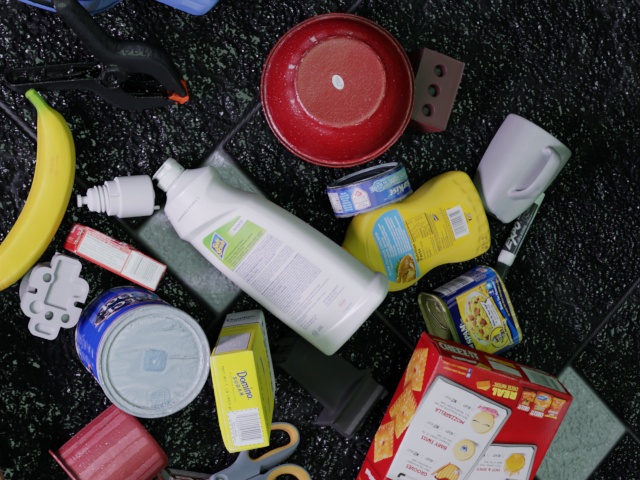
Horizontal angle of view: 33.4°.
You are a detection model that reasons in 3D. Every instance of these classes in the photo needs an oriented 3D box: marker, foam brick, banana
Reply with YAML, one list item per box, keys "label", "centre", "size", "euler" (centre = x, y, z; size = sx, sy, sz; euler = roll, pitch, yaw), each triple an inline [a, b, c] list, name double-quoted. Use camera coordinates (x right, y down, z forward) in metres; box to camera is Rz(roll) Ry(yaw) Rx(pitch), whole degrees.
- label: "marker"
  centre: [0.222, -0.002, 1.218]
  size: [0.020, 0.020, 0.121]
  euler: [27, 85, -21]
- label: "foam brick"
  centre: [0.111, -0.160, 1.144]
  size: [0.053, 0.051, 0.078]
  euler: [17, 89, -21]
- label: "banana"
  centre: [-0.272, -0.040, 1.012]
  size: [0.069, 0.037, 0.198]
  euler: [15, 85, -34]

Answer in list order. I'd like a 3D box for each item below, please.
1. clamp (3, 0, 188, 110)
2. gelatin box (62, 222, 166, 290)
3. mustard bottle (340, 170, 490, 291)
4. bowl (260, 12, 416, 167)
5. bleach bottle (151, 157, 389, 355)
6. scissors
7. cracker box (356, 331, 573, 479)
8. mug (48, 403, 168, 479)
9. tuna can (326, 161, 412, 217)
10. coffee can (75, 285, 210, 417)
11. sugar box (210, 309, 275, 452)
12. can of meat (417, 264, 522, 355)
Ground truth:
- label: "clamp"
  centre: [-0.210, -0.160, 1.014]
  size: [0.171, 0.120, 0.039]
  euler: [25, 45, -37]
- label: "gelatin box"
  centre: [-0.200, 0.014, 1.031]
  size: [0.089, 0.073, 0.030]
  euler: [28, 84, -20]
- label: "mustard bottle"
  centre: [0.085, 0.001, 1.145]
  size: [0.191, 0.058, 0.096]
  euler: [-23, 103, -17]
- label: "bowl"
  centre: [0.019, -0.156, 1.081]
  size: [0.162, 0.055, 0.162]
  euler: [0, 89, -1]
- label: "bleach bottle"
  centre: [-0.057, 0.001, 1.069]
  size: [0.251, 0.068, 0.103]
  euler: [40, 106, -6]
- label: "scissors"
  centre: [-0.086, 0.258, 1.083]
  size: [0.201, 0.016, 0.096]
  euler: [-33, 82, -37]
- label: "cracker box"
  centre: [0.146, 0.222, 1.143]
  size: [0.164, 0.072, 0.214]
  euler: [18, 105, -17]
- label: "mug"
  centre: [-0.197, 0.222, 1.045]
  size: [0.081, 0.093, 0.117]
  euler: [-40, 111, -18]
- label: "tuna can"
  centre: [0.050, -0.054, 1.113]
  size: [0.086, 0.086, 0.034]
  euler: [-22, 101, -18]
- label: "coffee can"
  centre: [-0.172, 0.102, 1.014]
  size: [0.102, 0.140, 0.103]
  euler: [-2, 96, -21]
- label: "sugar box"
  centre: [-0.072, 0.130, 1.035]
  size: [0.048, 0.176, 0.093]
  euler: [-8, 99, 3]
- label: "can of meat"
  centre: [0.167, 0.088, 1.186]
  size: [0.083, 0.058, 0.102]
  euler: [-26, 104, -19]
